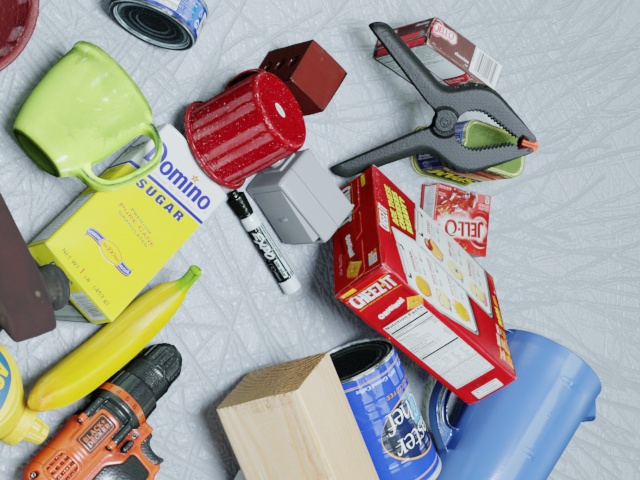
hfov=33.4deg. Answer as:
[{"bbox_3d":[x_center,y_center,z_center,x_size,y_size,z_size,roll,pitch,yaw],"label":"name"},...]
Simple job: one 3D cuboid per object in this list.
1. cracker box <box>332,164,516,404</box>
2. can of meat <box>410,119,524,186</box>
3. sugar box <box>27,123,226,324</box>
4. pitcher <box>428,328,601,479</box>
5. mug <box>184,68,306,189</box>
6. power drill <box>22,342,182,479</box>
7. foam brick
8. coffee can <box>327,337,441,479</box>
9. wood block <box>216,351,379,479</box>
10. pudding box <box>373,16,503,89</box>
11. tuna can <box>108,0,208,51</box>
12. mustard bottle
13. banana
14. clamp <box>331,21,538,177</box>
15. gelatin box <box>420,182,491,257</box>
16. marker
[{"bbox_3d":[0.103,0.048,1.104,0.213,0.072,0.164,40,28,-28],"label":"cracker box"},{"bbox_3d":[0.167,-0.098,1.197,0.101,0.084,0.057,12,80,-36],"label":"can of meat"},{"bbox_3d":[-0.168,-0.018,0.954,0.093,0.048,0.176,54,55,-22],"label":"sugar box"},{"bbox_3d":[0.192,0.221,1.180,0.242,0.149,0.145,-55,149,-22],"label":"pitcher"},{"bbox_3d":[-0.068,-0.115,1.008,0.093,0.082,0.117,40,36,-41],"label":"mug"},{"bbox_3d":[-0.138,0.203,0.937,0.187,0.057,0.184,44,56,-1],"label":"power drill"},{"bbox_3d":[-0.024,-0.158,1.060,0.051,0.078,0.053,43,64,-29],"label":"foam brick"},{"bbox_3d":[0.051,0.184,1.083,0.102,0.103,0.140,-31,106,-34],"label":"coffee can"},{"bbox_3d":[-0.008,0.223,1.005,0.206,0.090,0.090,69,23,-11],"label":"wood block"},{"bbox_3d":[0.128,-0.196,1.170,0.113,0.090,0.039,30,72,-33],"label":"pudding box"},{"bbox_3d":[-0.147,-0.207,0.965,0.086,0.086,0.033,30,72,-32],"label":"tuna can"},{"bbox_3d":[-0.298,0.113,0.850,0.191,0.058,0.096,38,52,-30],"label":"mustard bottle"},{"bbox_3d":[-0.183,0.089,0.930,0.037,0.070,0.197,38,54,11],"label":"banana"},{"bbox_3d":[0.120,-0.116,1.116,0.210,0.036,0.165,21,101,-3],"label":"clamp"},{"bbox_3d":[0.154,-0.022,1.217,0.089,0.030,0.073,12,81,-36],"label":"gelatin box"},{"bbox_3d":[-0.057,0.001,1.063,0.020,0.020,0.121,-43,112,-31],"label":"marker"}]
